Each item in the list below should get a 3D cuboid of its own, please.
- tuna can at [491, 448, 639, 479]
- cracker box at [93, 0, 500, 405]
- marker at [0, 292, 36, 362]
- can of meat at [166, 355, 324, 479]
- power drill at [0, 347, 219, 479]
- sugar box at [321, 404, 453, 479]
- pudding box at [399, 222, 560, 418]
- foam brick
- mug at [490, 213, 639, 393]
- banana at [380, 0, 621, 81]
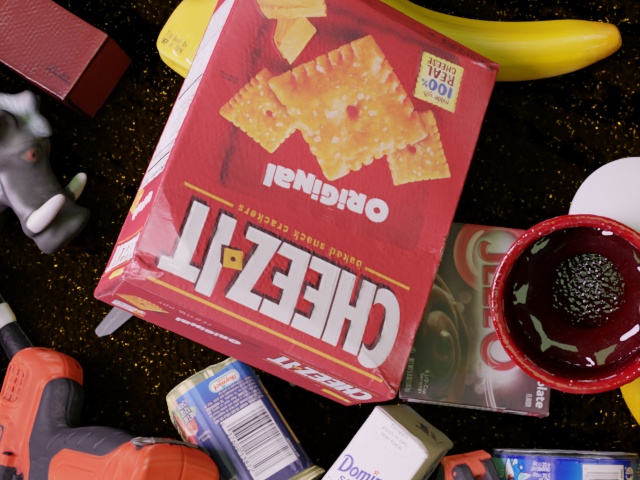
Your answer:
[{"bbox_3d":[0.140,0.138,0.613,0.086,0.086,0.034,1,80,6],"label":"tuna can"},{"bbox_3d":[-0.007,-0.037,0.600,0.164,0.072,0.213,25,70,-16],"label":"cracker box"},{"bbox_3d":[-0.223,0.031,0.702,0.020,0.020,0.121,-35,80,0],"label":"marker"},{"bbox_3d":[-0.047,0.120,0.628,0.057,0.102,0.084,-30,77,-15],"label":"can of meat"},{"bbox_3d":[-0.146,0.163,0.608,0.188,0.057,0.184,8,84,46],"label":"power drill"},{"bbox_3d":[0.004,0.175,0.609,0.048,0.093,0.176,40,94,16],"label":"sugar box"},{"bbox_3d":[0.098,0.047,0.654,0.090,0.039,0.113,6,83,6],"label":"pudding box"},{"bbox_3d":[-0.176,-0.125,0.704,0.078,0.051,0.053,33,87,10],"label":"foam brick"},{"bbox_3d":[0.156,0.032,0.580,0.117,0.081,0.093,9,96,17],"label":"mug"},{"bbox_3d":[0.086,-0.131,0.666,0.197,0.070,0.037,15,58,-11],"label":"banana"}]
